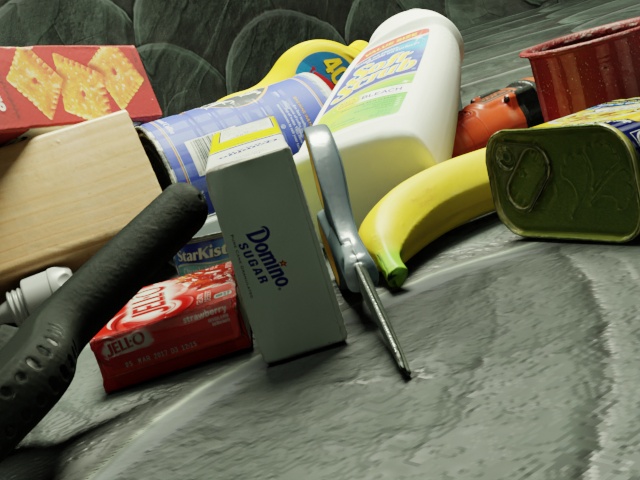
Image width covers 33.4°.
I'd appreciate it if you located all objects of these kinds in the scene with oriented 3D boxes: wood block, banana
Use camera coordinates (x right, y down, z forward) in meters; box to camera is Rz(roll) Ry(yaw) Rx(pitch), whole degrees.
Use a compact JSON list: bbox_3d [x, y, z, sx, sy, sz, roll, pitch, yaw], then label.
[{"bbox_3d":[-0.214,-0.004,0.732,0.205,0.090,0.091,-20,-16,-18],"label":"wood block"},{"bbox_3d":[0.085,-0.021,0.605,0.197,0.037,0.070,-28,44,-34],"label":"banana"}]

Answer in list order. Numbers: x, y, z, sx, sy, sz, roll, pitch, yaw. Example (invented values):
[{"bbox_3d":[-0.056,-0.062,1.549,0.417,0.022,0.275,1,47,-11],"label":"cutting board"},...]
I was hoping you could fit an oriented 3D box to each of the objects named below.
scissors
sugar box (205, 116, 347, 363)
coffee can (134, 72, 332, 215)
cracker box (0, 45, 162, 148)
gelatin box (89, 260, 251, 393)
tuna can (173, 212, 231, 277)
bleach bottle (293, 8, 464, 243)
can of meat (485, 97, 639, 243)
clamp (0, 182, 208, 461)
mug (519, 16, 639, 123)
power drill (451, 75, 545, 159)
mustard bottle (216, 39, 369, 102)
[{"bbox_3d":[0.013,-0.006,0.497,0.016,0.096,0.202,-14,8,-4],"label":"scissors"},{"bbox_3d":[-0.026,-0.009,0.545,0.048,0.093,0.176,-17,11,1],"label":"sugar box"},{"bbox_3d":[-0.058,-0.057,0.796,0.140,0.103,0.103,-21,12,-21],"label":"coffee can"},{"bbox_3d":[-0.248,-0.082,0.785,0.164,0.072,0.213,-25,-5,32],"label":"cracker box"},{"bbox_3d":[-0.074,0.040,0.538,0.073,0.030,0.089,-17,11,-1],"label":"gelatin box"},{"bbox_3d":[-0.055,0.001,0.691,0.086,0.034,0.086,-16,11,3],"label":"tuna can"},{"bbox_3d":[0.047,-0.099,0.747,0.103,0.068,0.250,-17,29,22],"label":"bleach bottle"},{"bbox_3d":[0.149,-0.040,0.539,0.083,0.057,0.102,-20,12,-29],"label":"can of meat"},{"bbox_3d":[-0.140,0.060,0.462,0.165,0.036,0.209,-32,16,27],"label":"clamp"},{"bbox_3d":[0.176,-0.092,0.687,0.093,0.081,0.117,-21,12,-20],"label":"mug"},{"bbox_3d":[0.109,-0.094,0.854,0.184,0.057,0.188,-24,14,-34],"label":"power drill"},{"bbox_3d":[-0.010,-0.116,0.915,0.191,0.096,0.058,-40,22,-23],"label":"mustard bottle"}]
